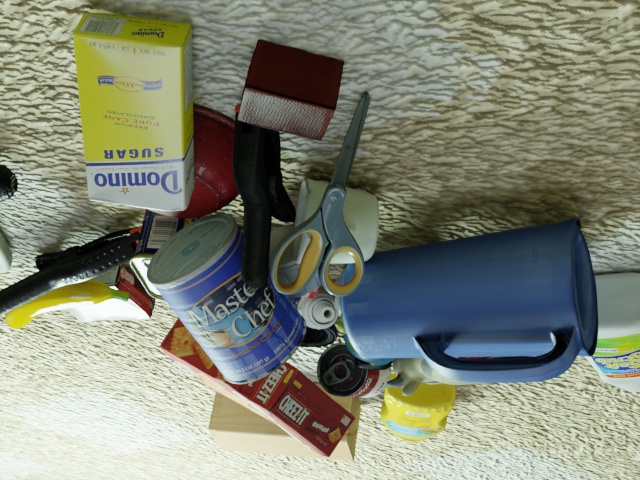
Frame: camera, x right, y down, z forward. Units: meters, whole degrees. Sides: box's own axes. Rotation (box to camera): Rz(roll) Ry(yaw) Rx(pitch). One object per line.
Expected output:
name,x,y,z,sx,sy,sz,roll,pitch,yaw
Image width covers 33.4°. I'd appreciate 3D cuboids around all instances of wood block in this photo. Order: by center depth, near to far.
wood block,-0.051,0.265,1.588,0.206,0.090,0.091,3,150,12

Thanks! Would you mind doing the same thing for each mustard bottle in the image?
mustard bottle,0.135,0.245,1.529,0.096,0.058,0.192,6,151,2

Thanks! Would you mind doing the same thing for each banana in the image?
banana,-0.328,0.077,1.298,0.198,0.037,0.069,-12,138,31

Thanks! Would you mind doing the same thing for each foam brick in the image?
foam brick,-0.026,-0.126,0.900,0.078,0.051,0.053,13,152,-8

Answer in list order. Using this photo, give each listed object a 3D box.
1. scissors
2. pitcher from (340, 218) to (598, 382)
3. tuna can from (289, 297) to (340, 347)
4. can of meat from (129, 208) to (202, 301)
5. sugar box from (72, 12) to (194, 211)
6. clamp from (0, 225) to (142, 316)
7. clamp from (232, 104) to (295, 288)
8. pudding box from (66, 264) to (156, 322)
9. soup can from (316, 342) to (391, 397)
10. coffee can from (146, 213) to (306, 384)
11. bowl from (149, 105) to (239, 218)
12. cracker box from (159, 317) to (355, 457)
scissors,0.026,-0.028,0.973,0.096,0.016,0.202,27,108,-20
pitcher,0.146,0.063,1.054,0.243,0.145,0.149,-7,178,23
tuna can,-0.019,0.103,1.337,0.086,0.033,0.086,7,152,4
can of meat,-0.159,0.007,1.148,0.057,0.084,0.102,3,151,11
sugar box,-0.158,-0.107,0.922,0.093,0.048,0.176,7,129,4
clamp,-0.281,0.026,1.218,0.210,0.164,0.036,-21,105,14
clamp,-0.052,-0.055,1.002,0.039,0.120,0.171,4,119,8
pudding box,-0.276,0.066,1.340,0.114,0.039,0.090,-6,147,22
soup can,0.045,0.168,1.373,0.069,0.068,0.102,-3,170,22
coffee can,-0.092,0.058,1.065,0.103,0.102,0.140,-13,123,35
bowl,-0.139,-0.067,1.037,0.162,0.055,0.162,7,151,4
cracker box,-0.083,0.184,1.377,0.214,0.072,0.164,24,165,40
